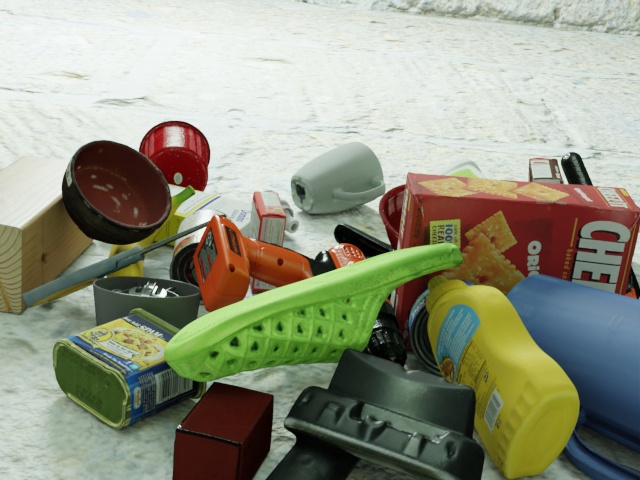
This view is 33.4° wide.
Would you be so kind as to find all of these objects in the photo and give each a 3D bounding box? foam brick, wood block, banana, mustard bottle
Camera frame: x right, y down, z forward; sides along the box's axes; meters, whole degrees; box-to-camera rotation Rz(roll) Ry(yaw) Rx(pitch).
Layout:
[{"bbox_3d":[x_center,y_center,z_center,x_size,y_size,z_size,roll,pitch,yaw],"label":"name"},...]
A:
[{"bbox_3d":[-0.071,0.148,0.793,0.051,0.053,0.078,11,21,13],"label":"foam brick"},{"bbox_3d":[-0.305,-0.013,1.094,0.090,0.091,0.206,8,21,6],"label":"wood block"},{"bbox_3d":[-0.190,0.004,1.117,0.070,0.037,0.197,-31,24,30],"label":"banana"},{"bbox_3d":[0.135,0.094,0.871,0.058,0.096,0.192,-4,38,-23],"label":"mustard bottle"}]

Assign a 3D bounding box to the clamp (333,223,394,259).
[{"bbox_3d":[0.081,0.023,1.175,0.171,0.039,0.120,11,30,-1],"label":"clamp"}]

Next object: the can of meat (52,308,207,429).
[{"bbox_3d":[-0.158,0.105,0.877,0.102,0.057,0.083,23,28,37],"label":"can of meat"}]

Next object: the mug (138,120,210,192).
[{"bbox_3d":[-0.194,-0.089,1.344,0.117,0.093,0.081,-25,27,5],"label":"mug"}]

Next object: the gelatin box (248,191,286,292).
[{"bbox_3d":[-0.057,0.002,1.125,0.030,0.089,0.073,3,21,-11],"label":"gelatin box"}]

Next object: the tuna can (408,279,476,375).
[{"bbox_3d":[0.123,0.080,0.975,0.086,0.086,0.033,6,20,0],"label":"tuna can"}]

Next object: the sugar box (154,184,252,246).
[{"bbox_3d":[-0.157,-0.026,1.234,0.176,0.048,0.093,16,23,16],"label":"sugar box"}]

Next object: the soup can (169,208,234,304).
[{"bbox_3d":[-0.119,0.015,1.104,0.068,0.068,0.102,4,21,-4],"label":"soup can"}]

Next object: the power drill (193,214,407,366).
[{"bbox_3d":[-0.018,0.050,0.989,0.187,0.057,0.184,17,24,-25],"label":"power drill"}]

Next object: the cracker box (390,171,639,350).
[{"bbox_3d":[0.180,0.028,1.015,0.213,0.164,0.072,5,23,-3],"label":"cracker box"}]

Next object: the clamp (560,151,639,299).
[{"bbox_3d":[0.318,-0.001,1.196,0.036,0.164,0.210,-28,20,22],"label":"clamp"}]

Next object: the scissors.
[{"bbox_3d":[-0.190,0.020,1.027,0.201,0.016,0.096,-23,-1,-18],"label":"scissors"}]

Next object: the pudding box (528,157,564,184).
[{"bbox_3d":[0.264,-0.032,1.265,0.039,0.113,0.090,2,20,7],"label":"pudding box"}]
